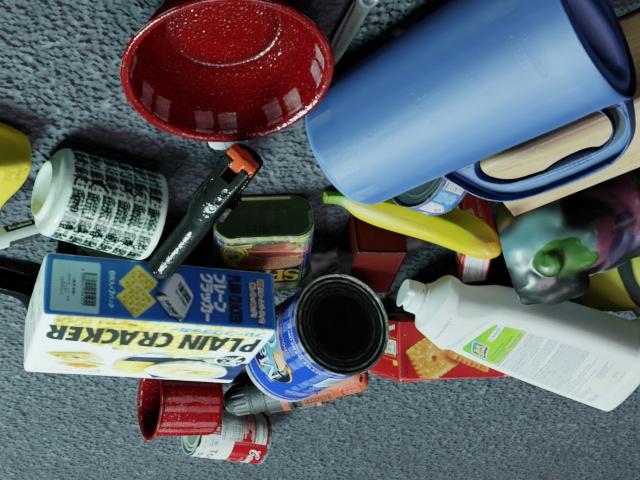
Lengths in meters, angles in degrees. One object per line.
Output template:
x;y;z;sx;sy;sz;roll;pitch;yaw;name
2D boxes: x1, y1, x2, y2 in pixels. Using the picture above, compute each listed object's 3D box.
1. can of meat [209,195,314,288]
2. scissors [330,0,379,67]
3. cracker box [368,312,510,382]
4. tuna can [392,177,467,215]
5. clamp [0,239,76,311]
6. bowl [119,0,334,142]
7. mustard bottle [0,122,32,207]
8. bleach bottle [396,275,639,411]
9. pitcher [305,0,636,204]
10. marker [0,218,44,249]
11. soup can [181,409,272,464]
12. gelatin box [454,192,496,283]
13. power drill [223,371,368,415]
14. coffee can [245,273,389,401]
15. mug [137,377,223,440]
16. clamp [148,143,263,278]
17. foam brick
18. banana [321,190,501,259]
-0.057;0.001;1.043;0.102;0.057;0.084;-2;144;-7;can of meat
0.057;-0.193;0.807;0.096;0.016;0.202;-2;146;-9;scissors
0.167;0.117;1.184;0.213;0.072;0.164;1;178;-12;cracker box
0.098;-0.066;0.944;0.033;0.086;0.086;16;140;-33;tuna can
-0.265;0.047;1.070;0.165;0.036;0.209;-8;153;27;clamp
-0.072;-0.145;0.817;0.162;0.055;0.162;-5;147;-4;bowl
-0.326;-0.032;0.935;0.096;0.058;0.192;5;145;-32;mustard bottle
0.198;0.088;1.057;0.250;0.068;0.103;21;127;-11;bleach bottle
0.115;-0.111;0.831;0.243;0.149;0.144;-26;142;32;pitcher
-0.244;-0.015;0.972;0.120;0.020;0.020;-18;155;-32;marker
-0.123;0.254;1.400;0.102;0.068;0.069;13;142;-27;soup can
0.147;-0.012;1.046;0.030;0.073;0.089;-6;147;-1;gelatin box
-0.045;0.147;1.266;0.184;0.057;0.187;-15;149;4;power drill
-0.007;0.102;1.088;0.102;0.103;0.141;8;159;-23;coffee can
-0.165;0.182;1.278;0.081;0.093;0.117;5;109;-26;mug
-0.085;-0.040;0.922;0.039;0.120;0.172;38;141;-7;clamp
0.051;0.012;1.083;0.051;0.053;0.078;1;146;-13;foam brick
0.095;-0.015;0.991;0.198;0.037;0.069;17;-156;38;banana
